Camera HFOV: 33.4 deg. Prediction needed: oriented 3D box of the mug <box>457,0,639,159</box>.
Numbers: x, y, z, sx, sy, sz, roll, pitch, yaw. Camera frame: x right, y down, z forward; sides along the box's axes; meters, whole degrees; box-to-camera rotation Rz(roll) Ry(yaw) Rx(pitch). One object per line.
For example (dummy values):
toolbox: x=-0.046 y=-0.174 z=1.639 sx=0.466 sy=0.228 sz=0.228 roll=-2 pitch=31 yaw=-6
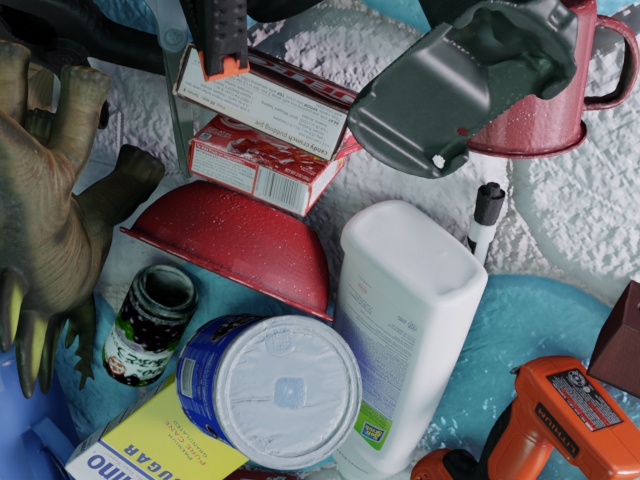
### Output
mug: x=0.122 y=-0.102 z=0.605 sx=0.117 sy=0.093 sz=0.081 roll=3 pitch=120 yaw=2

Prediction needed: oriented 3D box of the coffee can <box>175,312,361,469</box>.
coffee can: x=-0.042 y=0.104 z=0.772 sx=0.103 sy=0.102 sz=0.140 roll=48 pitch=164 yaw=-10

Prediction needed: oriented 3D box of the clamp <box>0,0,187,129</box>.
clamp: x=-0.171 y=-0.129 z=0.719 sx=0.171 sy=0.039 sz=0.120 roll=28 pitch=138 yaw=-35

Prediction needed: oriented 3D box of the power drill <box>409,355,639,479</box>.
power drill: x=0.154 y=0.188 z=0.757 sx=0.184 sy=0.057 sz=0.188 roll=53 pitch=132 yaw=30

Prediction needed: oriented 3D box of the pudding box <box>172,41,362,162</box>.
pudding box: x=-0.024 y=-0.090 z=0.675 sx=0.113 sy=0.090 sz=0.039 roll=23 pitch=105 yaw=10

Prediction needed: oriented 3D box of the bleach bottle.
bleach bottle: x=0.043 y=0.095 z=0.787 sx=0.103 sy=0.068 sz=0.251 roll=42 pitch=140 yaw=26

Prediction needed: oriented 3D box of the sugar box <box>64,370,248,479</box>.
sugar box: x=-0.116 y=0.164 z=0.883 sx=0.176 sy=0.048 sz=0.093 roll=-40 pitch=99 yaw=12

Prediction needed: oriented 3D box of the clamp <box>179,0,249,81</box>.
clamp: x=-0.070 y=-0.193 z=0.580 sx=0.165 sy=0.036 sz=0.210 roll=-158 pitch=54 yaw=-71

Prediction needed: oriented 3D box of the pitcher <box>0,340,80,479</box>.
pitcher: x=-0.276 y=0.187 z=0.969 sx=0.149 sy=0.145 sz=0.243 roll=-9 pitch=118 yaw=-3

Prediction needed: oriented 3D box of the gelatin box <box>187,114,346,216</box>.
gelatin box: x=-0.034 y=-0.060 z=0.715 sx=0.089 sy=0.073 sz=0.030 roll=22 pitch=128 yaw=12

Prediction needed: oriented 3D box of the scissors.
scissors: x=-0.112 y=-0.141 z=0.680 sx=0.096 sy=0.016 sz=0.202 roll=6 pitch=108 yaw=-19

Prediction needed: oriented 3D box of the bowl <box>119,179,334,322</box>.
bowl: x=-0.055 y=0.001 z=0.742 sx=0.162 sy=0.162 sz=0.055 roll=23 pitch=86 yaw=11

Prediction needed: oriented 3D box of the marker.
marker: x=0.106 y=0.012 z=0.730 sx=0.020 sy=0.020 sz=0.121 roll=19 pitch=128 yaw=14
